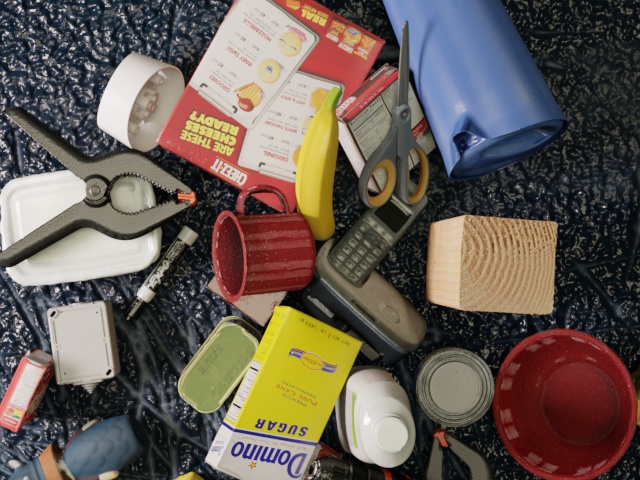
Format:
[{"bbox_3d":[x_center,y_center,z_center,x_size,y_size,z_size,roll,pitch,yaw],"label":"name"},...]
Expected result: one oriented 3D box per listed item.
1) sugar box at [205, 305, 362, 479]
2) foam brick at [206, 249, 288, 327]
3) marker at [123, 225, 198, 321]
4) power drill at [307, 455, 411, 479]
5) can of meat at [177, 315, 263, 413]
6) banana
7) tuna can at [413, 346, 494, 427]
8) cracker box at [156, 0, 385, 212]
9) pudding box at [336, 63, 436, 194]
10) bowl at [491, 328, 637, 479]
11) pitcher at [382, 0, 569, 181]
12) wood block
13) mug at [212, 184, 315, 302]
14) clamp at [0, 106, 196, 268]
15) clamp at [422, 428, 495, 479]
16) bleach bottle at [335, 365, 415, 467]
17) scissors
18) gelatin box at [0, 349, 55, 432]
[{"bbox_3d":[-0.036,0.163,1.083,0.093,0.048,0.176,27,80,-20],"label":"sugar box"},{"bbox_3d":[-0.077,0.051,1.153,0.078,0.053,0.051,36,87,-2],"label":"foam brick"},{"bbox_3d":[-0.175,0.038,1.165,0.020,0.020,0.121,36,87,-2],"label":"marker"},{"bbox_3d":[0.035,0.321,1.114,0.184,0.057,0.188,25,103,-22],"label":"power drill"},{"bbox_3d":[-0.106,0.132,1.134,0.057,0.084,0.102,38,87,-2],"label":"can of meat"},{"bbox_3d":[0.002,-0.059,1.097,0.037,0.198,0.069,28,48,22],"label":"banana"},{"bbox_3d":[0.145,0.160,1.172,0.086,0.034,0.086,0,89,-3],"label":"tuna can"},{"bbox_3d":[-0.053,-0.157,1.150,0.164,0.072,0.213,29,88,-2],"label":"cracker box"},{"bbox_3d":[0.067,-0.117,1.135,0.090,0.039,0.113,-42,130,-14],"label":"pudding box"},{"bbox_3d":[0.269,0.176,1.146,0.162,0.055,0.162,-4,82,35],"label":"bowl"},{"bbox_3d":[0.158,-0.194,1.128,0.145,0.149,0.243,-21,77,-5],"label":"pitcher"},{"bbox_3d":[0.168,0.025,1.090,0.091,0.206,0.090,3,88,-3],"label":"wood block"},{"bbox_3d":[-0.057,0.001,1.086,0.081,0.093,0.117,-5,96,-26],"label":"mug"},{"bbox_3d":[-0.235,-0.040,1.092,0.210,0.036,0.164,10,88,-3],"label":"clamp"},{"bbox_3d":[0.172,0.286,1.168,0.120,0.039,0.171,-14,89,-5],"label":"clamp"},{"bbox_3d":[0.057,0.182,1.058,0.068,0.251,0.102,-7,89,-3],"label":"bleach bottle"},{"bbox_3d":[0.069,-0.116,1.098,0.096,0.016,0.202,-30,127,-21],"label":"scissors"},{"bbox_3d":[-0.306,0.156,1.121,0.030,0.089,0.073,25,88,-4],"label":"gelatin box"}]
